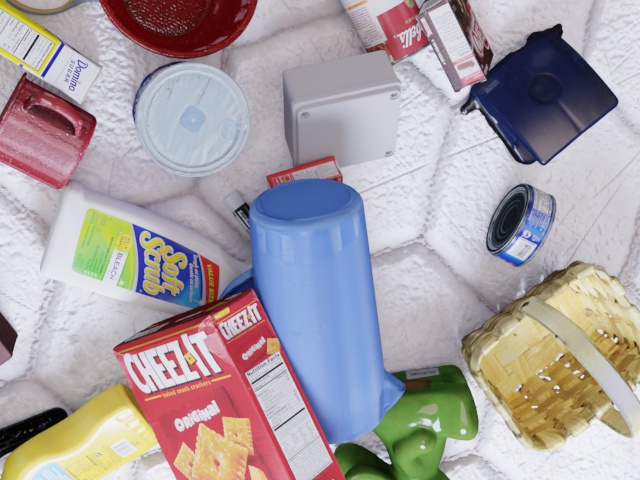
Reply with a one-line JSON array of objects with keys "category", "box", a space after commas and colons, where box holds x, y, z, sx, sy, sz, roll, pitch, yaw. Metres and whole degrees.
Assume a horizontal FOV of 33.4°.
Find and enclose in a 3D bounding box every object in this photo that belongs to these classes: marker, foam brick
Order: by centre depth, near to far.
[{"category": "foam brick", "box": [-0.337, 0.099, 1.052, 0.053, 0.078, 0.051, -35, 106, -3]}, {"category": "marker", "box": [-0.057, 0.001, 1.107, 0.020, 0.020, 0.121, -37, 93, -3]}]

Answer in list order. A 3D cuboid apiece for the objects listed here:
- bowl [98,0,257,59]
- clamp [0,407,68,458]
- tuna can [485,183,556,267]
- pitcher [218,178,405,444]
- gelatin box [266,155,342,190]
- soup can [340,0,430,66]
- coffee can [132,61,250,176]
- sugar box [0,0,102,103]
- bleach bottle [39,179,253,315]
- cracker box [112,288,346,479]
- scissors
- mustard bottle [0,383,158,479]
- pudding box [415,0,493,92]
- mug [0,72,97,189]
[{"category": "bowl", "box": [-0.143, -0.247, 1.026, 0.162, 0.055, 0.162, 2, 84, -20]}, {"category": "clamp", "box": [-0.350, 0.202, 1.066, 0.171, 0.039, 0.120, -37, 136, -3]}, {"category": "tuna can", "box": [0.212, -0.017, 1.132, 0.033, 0.086, 0.086, 25, 94, -13]}, {"category": "pitcher", "box": [-0.015, 0.068, 1.043, 0.149, 0.145, 0.243, -24, 123, -32]}, {"category": "gelatin box", "box": [-0.015, -0.040, 1.088, 0.073, 0.089, 0.030, -16, 58, -9]}, {"category": "soup can", "box": [0.063, -0.232, 1.074, 0.068, 0.068, 0.102, -29, 104, -5]}, {"category": "coffee can", "box": [-0.127, -0.120, 1.020, 0.102, 0.140, 0.103, -2, 100, -11]}, {"category": "sugar box", "box": [-0.289, -0.194, 1.001, 0.176, 0.093, 0.048, 29, 93, -15]}, {"category": "bleach bottle", "box": [-0.149, 0.023, 1.084, 0.250, 0.068, 0.102, 17, 93, -16]}, {"category": "cracker box", "box": [-0.091, 0.171, 1.030, 0.072, 0.164, 0.213, -31, 97, -47]}, {"category": "scissors", "box": [-0.208, -0.260, 1.044, 0.201, 0.016, 0.096, -3, 100, -11]}, {"category": "mustard bottle", "box": [-0.261, 0.225, 1.086, 0.191, 0.058, 0.096, -33, 146, -4]}, {"category": "pudding box", "box": [0.137, -0.206, 1.071, 0.039, 0.113, 0.090, -24, 105, 23]}, {"category": "mug", "box": [-0.262, -0.105, 1.015, 0.081, 0.117, 0.093, 28, 58, -19]}]
